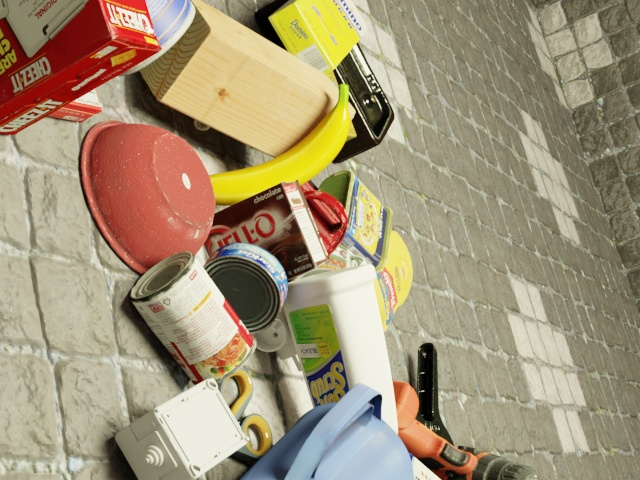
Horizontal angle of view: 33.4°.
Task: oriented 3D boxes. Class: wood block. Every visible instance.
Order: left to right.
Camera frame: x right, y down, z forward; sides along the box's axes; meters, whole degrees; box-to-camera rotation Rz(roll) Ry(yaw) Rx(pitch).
[{"bbox_3d":[-0.075,-0.159,1.103,0.205,0.091,0.090,24,23,-42],"label":"wood block"}]

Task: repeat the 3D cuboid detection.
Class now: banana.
[{"bbox_3d":[-0.041,-0.082,1.095,0.069,0.197,0.037,58,-8,-18],"label":"banana"}]

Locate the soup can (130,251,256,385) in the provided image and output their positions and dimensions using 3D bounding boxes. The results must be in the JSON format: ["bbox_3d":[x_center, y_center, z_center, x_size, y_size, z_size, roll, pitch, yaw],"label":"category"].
[{"bbox_3d":[-0.112,0.069,0.937,0.102,0.069,0.068,57,27,-21],"label":"soup can"}]

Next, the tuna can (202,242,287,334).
[{"bbox_3d":[-0.075,0.045,1.012,0.086,0.086,0.033,59,25,-17],"label":"tuna can"}]

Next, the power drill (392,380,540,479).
[{"bbox_3d":[0.129,0.225,1.168,0.187,0.185,0.057,41,66,-22],"label":"power drill"}]

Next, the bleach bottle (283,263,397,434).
[{"bbox_3d":[0.035,0.154,1.041,0.067,0.103,0.251,-16,92,-40],"label":"bleach bottle"}]

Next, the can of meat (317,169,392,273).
[{"bbox_3d":[0.035,-0.019,1.245,0.083,0.058,0.102,44,42,-37],"label":"can of meat"}]

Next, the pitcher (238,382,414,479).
[{"bbox_3d":[-0.018,0.231,0.910,0.242,0.145,0.149,-27,95,-63],"label":"pitcher"}]

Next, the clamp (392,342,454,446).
[{"bbox_3d":[0.132,0.229,1.327,0.164,0.036,0.210,-22,91,-57],"label":"clamp"}]

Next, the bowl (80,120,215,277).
[{"bbox_3d":[-0.146,-0.046,0.983,0.162,0.055,0.162,45,33,-41],"label":"bowl"}]

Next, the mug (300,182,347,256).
[{"bbox_3d":[-0.023,-0.023,1.147,0.081,0.117,0.093,50,50,-24],"label":"mug"}]

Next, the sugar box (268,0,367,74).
[{"bbox_3d":[0.002,-0.267,1.313,0.093,0.048,0.176,58,30,-16],"label":"sugar box"}]

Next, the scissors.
[{"bbox_3d":[-0.086,0.193,0.947,0.096,0.016,0.201,57,27,-22],"label":"scissors"}]

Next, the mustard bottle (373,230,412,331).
[{"bbox_3d":[0.063,0.062,1.308,0.191,0.058,0.096,-48,131,-62],"label":"mustard bottle"}]

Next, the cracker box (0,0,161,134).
[{"bbox_3d":[-0.229,-0.211,0.821,0.072,0.164,0.214,-3,72,-62],"label":"cracker box"}]

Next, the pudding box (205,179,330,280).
[{"bbox_3d":[-0.057,0.001,1.053,0.039,0.114,0.090,-20,87,-62],"label":"pudding box"}]
